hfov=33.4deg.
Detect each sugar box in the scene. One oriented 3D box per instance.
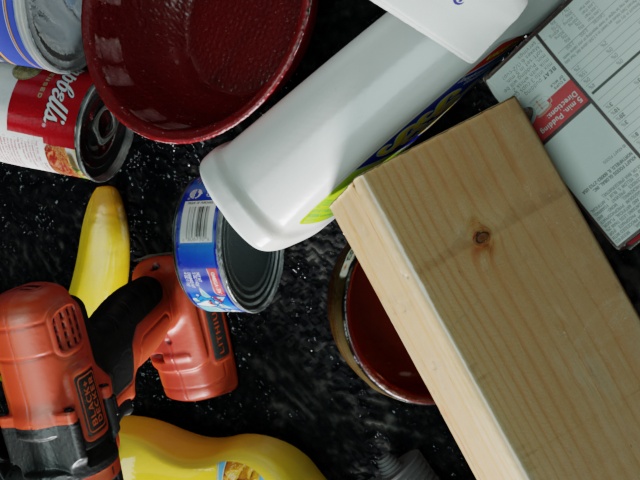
[{"bbox_3d":[0.027,-0.167,0.498,0.048,0.093,0.176,-46,43,25],"label":"sugar box"}]

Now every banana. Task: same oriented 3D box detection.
[{"bbox_3d":[-0.174,0.052,0.732,0.069,0.037,0.198,41,117,3],"label":"banana"}]

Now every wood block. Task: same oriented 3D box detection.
[{"bbox_3d":[0.097,0.047,0.526,0.090,0.090,0.206,-28,87,-10],"label":"wood block"}]

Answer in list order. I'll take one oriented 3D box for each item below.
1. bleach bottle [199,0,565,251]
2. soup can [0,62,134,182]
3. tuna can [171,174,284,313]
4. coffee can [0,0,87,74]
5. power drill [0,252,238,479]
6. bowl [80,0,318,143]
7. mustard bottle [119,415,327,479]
[{"bbox_3d":[0.053,-0.095,0.560,0.251,0.102,0.068,-40,82,27],"label":"bleach bottle"},{"bbox_3d":[-0.178,-0.080,0.674,0.102,0.068,0.068,13,111,17],"label":"soup can"},{"bbox_3d":[-0.054,0.001,0.642,0.034,0.086,0.086,-1,107,23],"label":"tuna can"},{"bbox_3d":[-0.207,-0.161,0.639,0.140,0.102,0.103,11,111,18],"label":"coffee can"},{"bbox_3d":[-0.114,0.095,0.640,0.057,0.187,0.184,-5,104,21],"label":"power drill"},{"bbox_3d":[-0.058,-0.131,0.600,0.162,0.055,0.162,-3,85,33],"label":"bowl"},{"bbox_3d":[-0.055,0.175,0.715,0.192,0.058,0.096,4,107,20],"label":"mustard bottle"}]
